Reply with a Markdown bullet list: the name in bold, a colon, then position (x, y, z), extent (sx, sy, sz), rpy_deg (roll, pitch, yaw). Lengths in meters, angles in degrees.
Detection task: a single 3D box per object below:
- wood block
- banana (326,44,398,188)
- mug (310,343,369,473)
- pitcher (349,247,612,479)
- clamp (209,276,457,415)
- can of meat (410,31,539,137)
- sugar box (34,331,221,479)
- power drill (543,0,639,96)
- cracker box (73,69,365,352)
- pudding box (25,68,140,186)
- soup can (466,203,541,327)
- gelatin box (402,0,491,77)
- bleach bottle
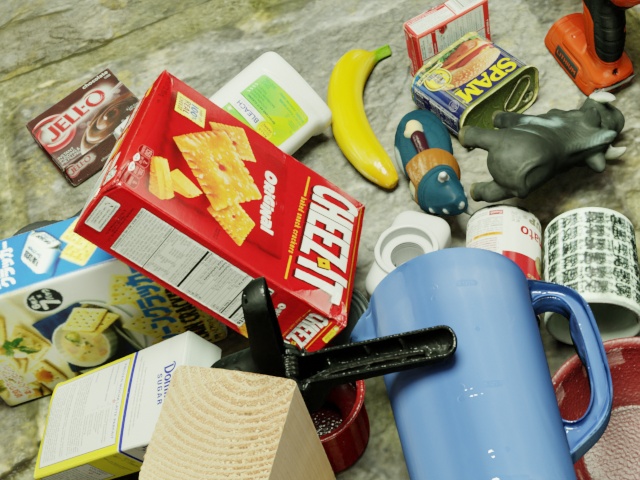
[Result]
- **wood block**: position (-0.050, 0.183, 0.784), extent (0.090, 0.206, 0.090), rpy_deg (5, 57, 16)
- **banana**: position (0.041, -0.133, 1.091), extent (0.070, 0.037, 0.198), rpy_deg (-6, 54, 9)
- **mug**: position (-0.011, 0.136, 0.887), extent (0.093, 0.081, 0.117), rpy_deg (-38, 56, -15)
- **pitcher**: position (0.126, 0.130, 0.785), extent (0.149, 0.144, 0.243), rpy_deg (-46, 36, 33)
- **clamp**: position (-0.029, 0.090, 0.765), extent (0.210, 0.164, 0.036), rpy_deg (-35, 45, 41)
- **can of meat**: position (0.153, -0.153, 1.070), extent (0.102, 0.057, 0.084), rpy_deg (-37, 54, -13)
- **sugar box**: position (-0.161, 0.145, 0.889), extent (0.177, 0.048, 0.093), rpy_deg (-20, 49, 34)
- **power drill**: position (0.253, -0.245, 1.030), extent (0.057, 0.187, 0.184), rpy_deg (-24, 55, -3)
- **cracker box**: position (-0.071, -0.020, 0.859), extent (0.213, 0.072, 0.164), rpy_deg (33, 36, -16)
- **pudding box**: position (-0.246, -0.123, 1.147), extent (0.113, 0.039, 0.090), rpy_deg (-37, 55, -14)
- **soup can**: position (0.159, 0.028, 0.933), extent (0.068, 0.068, 0.102), rpy_deg (0, 55, 13)
- **gelatin box**: position (0.132, -0.210, 1.103), extent (0.089, 0.073, 0.030), rpy_deg (-30, 54, -8)
- **bleach bottle**: position (-0.107, -0.069, 1.038), extent (0.102, 0.068, 0.250), rpy_deg (47, 70, -8)
